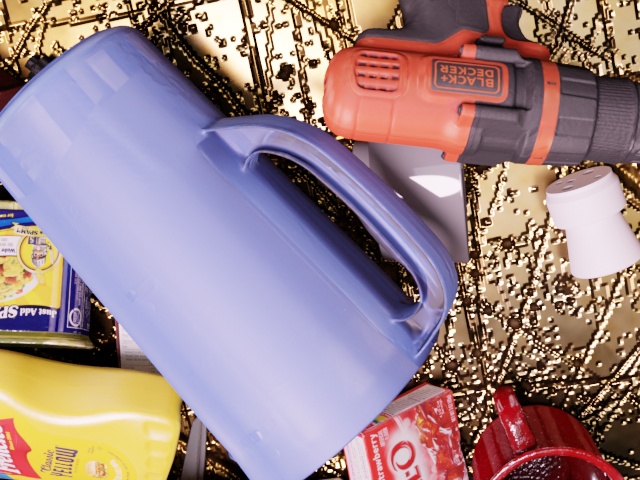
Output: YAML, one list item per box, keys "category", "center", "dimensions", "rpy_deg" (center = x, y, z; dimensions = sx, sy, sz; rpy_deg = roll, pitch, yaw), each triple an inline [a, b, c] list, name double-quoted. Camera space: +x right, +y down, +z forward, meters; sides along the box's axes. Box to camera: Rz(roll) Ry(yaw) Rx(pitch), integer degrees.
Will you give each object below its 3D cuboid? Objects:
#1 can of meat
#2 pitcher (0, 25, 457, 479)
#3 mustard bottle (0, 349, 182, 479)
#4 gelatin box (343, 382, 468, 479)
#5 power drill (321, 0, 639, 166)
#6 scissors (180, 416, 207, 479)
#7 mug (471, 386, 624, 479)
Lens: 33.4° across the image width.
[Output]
- category: "can of meat"
  center: [-0.187, 0.021, 0.640]
  dimensions: [0.102, 0.057, 0.084]
  rpy_deg: [2, 82, 1]
- category: "pitcher"
  center: [-0.054, 0.001, 0.568]
  dimensions: [0.149, 0.145, 0.243]
  rpy_deg: [-43, 94, -11]
- category: "mustard bottle"
  center: [-0.181, 0.104, 0.627]
  dimensions: [0.191, 0.058, 0.096]
  rpy_deg: [12, 137, -10]
- category: "gelatin box"
  center: [0.056, 0.144, 0.670]
  dimensions: [0.073, 0.030, 0.089]
  rpy_deg: [-20, 106, -31]
- category: "power drill"
  center: [0.097, -0.125, 0.552]
  dimensions: [0.184, 0.057, 0.187]
  rpy_deg: [6, 63, -4]
- category: "scissors"
  center: [-0.113, 0.213, 0.719]
  dimensions: [0.096, 0.016, 0.202]
  rpy_deg: [-5, 103, 4]
- category: "mug"
  center: [0.133, 0.143, 0.659]
  dimensions: [0.093, 0.081, 0.117]
  rpy_deg: [-26, 102, 8]
